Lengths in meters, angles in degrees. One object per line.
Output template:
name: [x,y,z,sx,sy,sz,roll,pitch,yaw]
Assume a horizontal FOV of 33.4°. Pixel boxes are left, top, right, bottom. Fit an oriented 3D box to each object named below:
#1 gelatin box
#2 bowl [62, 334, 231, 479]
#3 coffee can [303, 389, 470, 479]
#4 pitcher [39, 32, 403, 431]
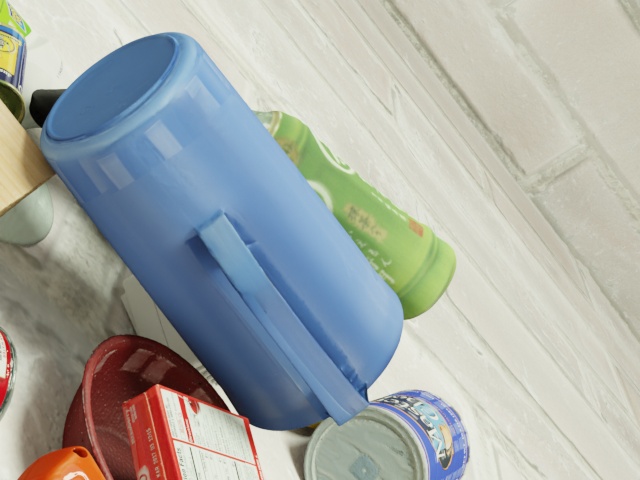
gelatin box: [-0.068,0.128,0.599,0.089,0.030,0.073,33,30,-50]
bowl: [-0.101,0.138,0.637,0.162,0.055,0.162,48,20,-24]
coffee can: [0.060,0.183,0.899,0.103,0.103,0.140,61,18,13]
pitcher: [-0.054,0.001,0.648,0.242,0.149,0.145,54,45,-33]
